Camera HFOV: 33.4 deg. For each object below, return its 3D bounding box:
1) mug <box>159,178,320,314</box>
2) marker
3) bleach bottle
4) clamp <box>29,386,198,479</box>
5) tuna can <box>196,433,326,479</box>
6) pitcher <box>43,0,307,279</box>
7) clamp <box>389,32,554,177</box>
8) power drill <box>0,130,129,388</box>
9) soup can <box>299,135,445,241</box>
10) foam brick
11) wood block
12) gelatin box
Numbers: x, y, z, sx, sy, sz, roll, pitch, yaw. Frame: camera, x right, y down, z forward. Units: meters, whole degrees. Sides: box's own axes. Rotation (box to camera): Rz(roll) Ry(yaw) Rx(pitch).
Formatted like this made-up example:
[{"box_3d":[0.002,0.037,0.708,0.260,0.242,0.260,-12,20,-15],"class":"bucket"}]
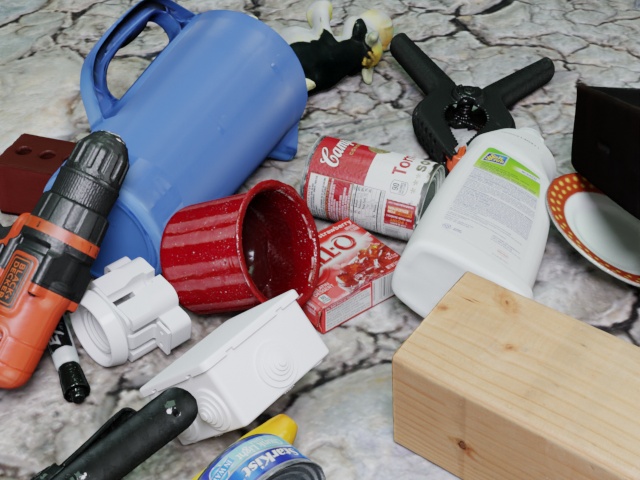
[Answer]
[{"box_3d":[-0.055,0.001,0.764,0.082,0.093,0.117,-10,39,35],"class":"mug"},{"box_3d":[-0.184,0.066,0.750,0.020,0.020,0.121,-15,47,-18],"class":"marker"},{"box_3d":[0.142,-0.021,0.840,0.102,0.068,0.250,31,38,6],"class":"bleach bottle"},{"box_3d":[-0.142,0.141,0.605,0.039,0.120,0.171,47,53,-1],"class":"clamp"},{"box_3d":[-0.038,0.152,0.597,0.086,0.086,0.034,-31,46,-34],"class":"tuna can"},{"box_3d":[-0.123,-0.083,0.862,0.149,0.145,0.242,17,43,16],"class":"pitcher"},{"box_3d":[0.127,-0.130,1.002,0.164,0.036,0.209,14,42,10],"class":"clamp"},{"box_3d":[-0.234,-0.010,0.741,0.188,0.057,0.184,19,78,30],"class":"power drill"},{"box_3d":[0.042,-0.041,0.864,0.102,0.068,0.068,15,40,18],"class":"soup can"},{"box_3d":[-0.223,-0.050,0.887,0.078,0.051,0.053,11,38,13],"class":"foam brick"},{"box_3d":[0.152,0.113,0.637,0.206,0.091,0.090,25,51,28],"class":"wood block"},{"box_3d":[0.011,0.025,0.808,0.089,0.030,0.073,-26,44,-30],"class":"gelatin box"}]
